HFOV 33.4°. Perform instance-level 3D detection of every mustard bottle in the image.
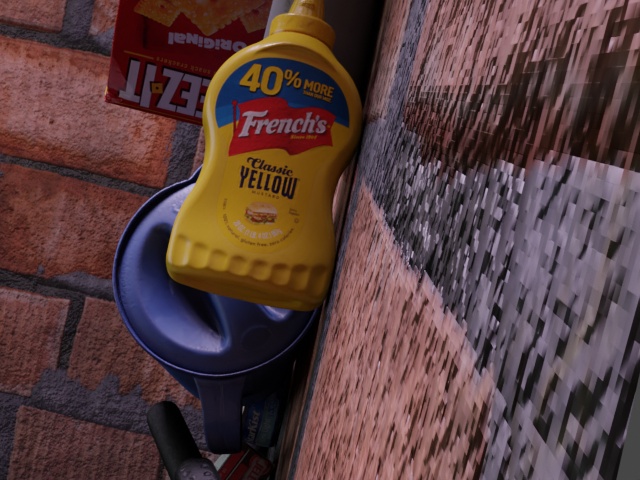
[{"bbox_3d":[-0.025,-0.060,0.639,0.058,0.096,0.191,108,174,-75],"label":"mustard bottle"}]

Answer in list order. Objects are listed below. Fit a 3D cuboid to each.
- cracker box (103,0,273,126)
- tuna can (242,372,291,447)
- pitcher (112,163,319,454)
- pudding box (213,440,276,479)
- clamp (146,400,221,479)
[{"bbox_3d":[-0.104,-0.212,0.995,0.072,0.164,0.214,-84,10,-54],"label":"cracker box"},{"bbox_3d":[-0.048,0.135,0.926,0.086,0.033,0.086,-169,92,-88],"label":"tuna can"},{"bbox_3d":[-0.068,0.063,0.772,0.149,0.145,0.243,-47,-10,-14],"label":"pitcher"},{"bbox_3d":[-0.079,0.203,0.844,0.090,0.039,0.113,-51,1,-13],"label":"pudding box"},{"bbox_3d":[-0.068,0.193,0.689,0.210,0.036,0.164,175,75,-75],"label":"clamp"}]
